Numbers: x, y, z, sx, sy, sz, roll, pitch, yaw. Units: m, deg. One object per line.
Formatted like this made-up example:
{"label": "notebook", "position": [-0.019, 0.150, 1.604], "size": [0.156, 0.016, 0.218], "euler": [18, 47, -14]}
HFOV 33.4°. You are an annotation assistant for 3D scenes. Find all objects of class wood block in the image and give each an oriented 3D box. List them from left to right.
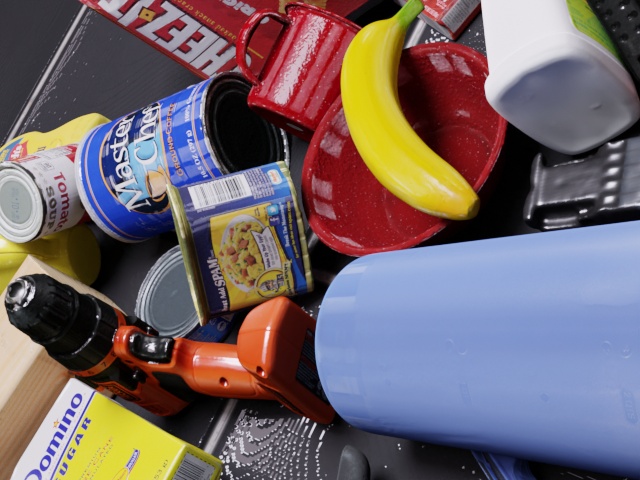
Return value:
{"label": "wood block", "position": [-0.241, 0.130, 0.852], "size": [0.090, 0.090, 0.206], "euler": [32, 87, 46]}

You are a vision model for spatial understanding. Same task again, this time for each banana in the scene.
{"label": "banana", "position": [0.049, -0.082, 0.686], "size": [0.070, 0.037, 0.198], "euler": [-30, 48, 25]}

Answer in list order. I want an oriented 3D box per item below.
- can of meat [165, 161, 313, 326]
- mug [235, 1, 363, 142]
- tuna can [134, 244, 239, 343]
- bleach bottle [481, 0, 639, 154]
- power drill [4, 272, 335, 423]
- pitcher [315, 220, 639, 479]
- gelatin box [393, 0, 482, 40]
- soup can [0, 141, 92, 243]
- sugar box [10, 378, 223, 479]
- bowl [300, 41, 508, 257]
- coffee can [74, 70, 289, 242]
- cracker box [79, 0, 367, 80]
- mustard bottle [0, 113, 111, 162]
{"label": "can of meat", "position": [-0.055, 0.001, 0.744], "size": [0.084, 0.102, 0.057], "euler": [-15, 34, -9]}
{"label": "mug", "position": [-0.012, -0.125, 0.796], "size": [0.093, 0.117, 0.081], "euler": [21, 84, 58]}
{"label": "tuna can", "position": [-0.101, 0.047, 0.822], "size": [0.086, 0.033, 0.086], "euler": [-22, 52, 30]}
{"label": "bleach bottle", "position": [0.140, -0.181, 0.702], "size": [0.068, 0.102, 0.251], "euler": [-30, 48, 34]}
{"label": "power drill", "position": [-0.091, 0.071, 0.704], "size": [0.188, 0.184, 0.057], "euler": [0, 64, 31]}
{"label": "pitcher", "position": [0.117, 0.066, 0.561], "size": [0.243, 0.145, 0.149], "euler": [-4, 50, 44]}
{"label": "gelatin box", "position": [0.094, -0.202, 0.810], "size": [0.073, 0.030, 0.089], "euler": [-49, 43, 6]}
{"label": "soup can", "position": [-0.217, -0.042, 0.877], "size": [0.069, 0.102, 0.068], "euler": [9, 109, 28]}
{"label": "sugar box", "position": [-0.148, 0.164, 0.747], "size": [0.177, 0.048, 0.093], "euler": [14, 69, 49]}
{"label": "bowl", "position": [0.066, -0.051, 0.721], "size": [0.162, 0.055, 0.162], "euler": [-22, 52, 30]}
{"label": "coffee can", "position": [-0.110, -0.064, 0.850], "size": [0.141, 0.102, 0.103], "euler": [-17, 54, 33]}
{"label": "cracker box", "position": [-0.063, -0.219, 0.838], "size": [0.214, 0.164, 0.072], "euler": [-27, 46, 39]}
{"label": "mustard bottle", "position": [-0.273, -0.060, 1.024], "size": [0.192, 0.058, 0.096], "euler": [-8, 65, 39]}
